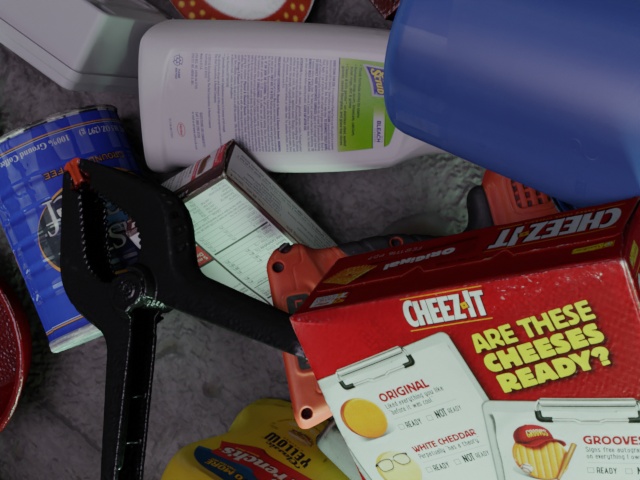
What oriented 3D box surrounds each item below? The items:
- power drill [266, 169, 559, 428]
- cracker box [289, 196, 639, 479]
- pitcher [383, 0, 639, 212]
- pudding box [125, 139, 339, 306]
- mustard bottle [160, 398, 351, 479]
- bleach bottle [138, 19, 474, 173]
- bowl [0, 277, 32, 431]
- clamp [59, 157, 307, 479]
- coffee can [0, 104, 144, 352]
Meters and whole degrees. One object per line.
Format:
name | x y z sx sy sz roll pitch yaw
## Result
power drill | 0.070 0.053 0.620 0.187 0.057 0.184 -12 80 -3
cracker box | 0.104 0.098 0.523 0.164 0.072 0.213 -12 112 29
pitcher | 0.158 -0.059 0.523 0.243 0.144 0.149 22 98 21
pudding box | -0.055 0.001 0.685 0.090 0.039 0.113 -29 124 27
mustard bottle | -0.045 0.157 0.651 0.096 0.191 0.058 34 109 15
bleach bottle | 0.013 -0.082 0.662 0.251 0.068 0.102 7 114 18
bowl | -0.276 0.077 0.814 0.162 0.055 0.162 4 99 23
clamp | -0.092 0.030 0.620 0.165 0.036 0.210 -33 65 20
coffee can | -0.160 -0.008 0.725 0.103 0.102 0.140 -24 88 24
